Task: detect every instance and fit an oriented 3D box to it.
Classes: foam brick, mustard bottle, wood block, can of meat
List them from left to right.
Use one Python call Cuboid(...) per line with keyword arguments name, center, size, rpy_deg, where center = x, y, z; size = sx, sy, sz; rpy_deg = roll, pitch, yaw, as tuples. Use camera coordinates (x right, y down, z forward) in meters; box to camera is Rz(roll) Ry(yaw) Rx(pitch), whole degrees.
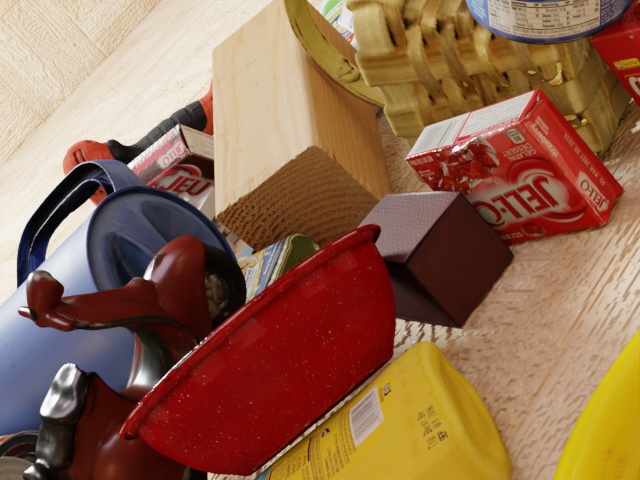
Cuboid(name="can of meat", center=(-0.041, 0.050, 0.679), size=(0.084, 0.057, 0.102), rpy_deg=(-27, 26, 33))
Cuboid(name="wood block", center=(-0.017, -0.080, 0.773), size=(0.090, 0.090, 0.206), rpy_deg=(-35, 36, 22))
Cuboid(name="mustard bottle", center=(-0.010, 0.128, 0.462), size=(0.192, 0.058, 0.096), rpy_deg=(-40, 17, 11))
Cuboid(name="foam brick", center=(0.055, 0.009, 0.584), size=(0.053, 0.051, 0.078), rpy_deg=(-49, 21, -17))

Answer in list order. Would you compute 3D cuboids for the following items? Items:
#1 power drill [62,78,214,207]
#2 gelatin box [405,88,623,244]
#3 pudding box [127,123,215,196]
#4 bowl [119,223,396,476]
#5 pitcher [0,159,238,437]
Cuboid(name="power drill", center=(-0.133, -0.077, 1.026), size=(0.187, 0.057, 0.184), rpy_deg=(-32, -22, 3))
Cuboid(name="gelatin box", center=(0.099, -0.034, 0.554), size=(0.089, 0.073, 0.030), rpy_deg=(-13, 36, 54))
Cuboid(name="pudding box", center=(-0.118, -0.055, 0.963), size=(0.090, 0.113, 0.039), rpy_deg=(-33, 66, 25))
Cuboid(name="bowl", center=(-0.017, 0.064, 0.517), size=(0.162, 0.055, 0.162), rpy_deg=(-39, -8, -7))
Cuboid(name="pitcher", center=(-0.182, 0.062, 0.801), size=(0.243, 0.145, 0.149), rpy_deg=(-34, 30, 37))
